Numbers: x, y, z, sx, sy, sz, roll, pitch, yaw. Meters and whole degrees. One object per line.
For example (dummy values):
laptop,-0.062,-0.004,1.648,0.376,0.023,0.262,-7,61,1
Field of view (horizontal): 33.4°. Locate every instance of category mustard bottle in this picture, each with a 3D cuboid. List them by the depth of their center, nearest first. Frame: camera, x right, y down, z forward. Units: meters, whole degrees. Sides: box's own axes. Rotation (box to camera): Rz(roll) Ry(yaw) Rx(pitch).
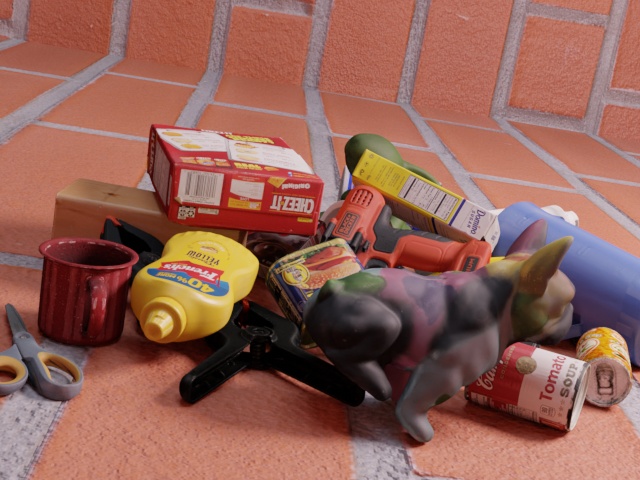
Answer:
mustard bottle,-0.127,0.049,1.017,0.096,0.058,0.191,19,22,5

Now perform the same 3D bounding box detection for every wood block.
wood block,-0.191,-0.003,1.215,0.206,0.090,0.090,11,16,2

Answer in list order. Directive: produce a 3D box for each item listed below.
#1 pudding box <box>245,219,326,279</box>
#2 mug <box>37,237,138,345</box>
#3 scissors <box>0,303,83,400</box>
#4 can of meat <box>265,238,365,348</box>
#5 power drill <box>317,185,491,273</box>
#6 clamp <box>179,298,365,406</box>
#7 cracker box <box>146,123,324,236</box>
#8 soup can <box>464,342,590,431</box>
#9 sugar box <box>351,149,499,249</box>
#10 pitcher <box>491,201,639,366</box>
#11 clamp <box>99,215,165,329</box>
pudding box,-0.059,0.002,1.298,0.114,0.039,0.090,22,58,34
mug,-0.220,0.052,1.005,0.093,0.081,0.117,3,16,-26
scissors,-0.277,0.095,0.940,0.096,0.016,0.202,-3,19,-39
can of meat,0.004,0.053,1.100,0.102,0.057,0.084,-18,56,-25
power drill,0.082,0.035,1.176,0.188,0.057,0.184,20,61,14
clamp,-0.068,0.103,1.003,0.164,0.036,0.210,2,18,-21
cracker box,-0.103,-0.071,1.207,0.164,0.072,0.214,5,16,-17
soup can,0.194,0.132,0.999,0.102,0.068,0.068,16,16,22
sugar box,0.125,-0.040,1.262,0.176,0.048,0.093,26,-9,17
pitcher,0.302,0.060,1.261,0.144,0.149,0.243,16,10,-45
clamp,-0.170,0.035,1.124,0.120,0.039,0.172,7,35,-46
